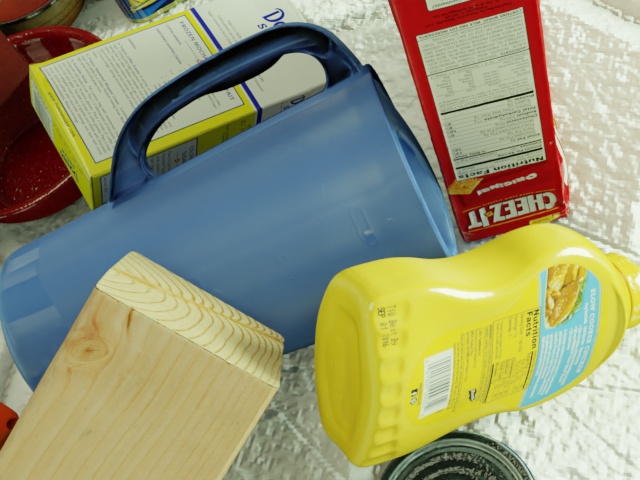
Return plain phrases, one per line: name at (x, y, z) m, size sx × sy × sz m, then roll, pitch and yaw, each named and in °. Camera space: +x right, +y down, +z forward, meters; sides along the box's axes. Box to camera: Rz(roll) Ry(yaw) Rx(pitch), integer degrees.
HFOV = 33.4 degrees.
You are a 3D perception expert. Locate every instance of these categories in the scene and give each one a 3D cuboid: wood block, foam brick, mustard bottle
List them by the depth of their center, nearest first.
wood block at (-0.109, 0.120, 0.504) m, size 0.091 × 0.090 × 0.206 m, roll 30°, pitch 98°, yaw -5°
mustard bottle at (0.092, 0.041, 0.523) m, size 0.191 × 0.096 × 0.058 m, roll -13°, pitch 31°, yaw -26°
foam brick at (-0.245, -0.125, 0.719) m, size 0.078 × 0.053 × 0.051 m, roll 28°, pitch 72°, yaw 32°

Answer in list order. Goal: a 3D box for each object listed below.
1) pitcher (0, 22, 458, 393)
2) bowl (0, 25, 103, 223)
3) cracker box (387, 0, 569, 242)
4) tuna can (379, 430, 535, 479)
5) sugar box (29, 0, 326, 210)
pitcher at (-0.054, 0.001, 0.590) m, size 0.243 × 0.145 × 0.149 m, roll -23°, pitch 57°, yaw 9°
bowl at (-0.198, -0.069, 0.734) m, size 0.162 × 0.055 × 0.162 m, roll -10°, pitch 57°, yaw 15°
cracker box at (0.079, -0.126, 0.569) m, size 0.072 × 0.213 × 0.164 m, roll -12°, pitch 57°, yaw 11°
tuna can at (0.068, 0.138, 0.523) m, size 0.086 × 0.033 × 0.086 m, roll -9°, pitch 57°, yaw 15°
sugar box at (-0.083, -0.095, 0.673) m, size 0.176 × 0.048 × 0.093 m, roll -23°, pitch 67°, yaw -23°
